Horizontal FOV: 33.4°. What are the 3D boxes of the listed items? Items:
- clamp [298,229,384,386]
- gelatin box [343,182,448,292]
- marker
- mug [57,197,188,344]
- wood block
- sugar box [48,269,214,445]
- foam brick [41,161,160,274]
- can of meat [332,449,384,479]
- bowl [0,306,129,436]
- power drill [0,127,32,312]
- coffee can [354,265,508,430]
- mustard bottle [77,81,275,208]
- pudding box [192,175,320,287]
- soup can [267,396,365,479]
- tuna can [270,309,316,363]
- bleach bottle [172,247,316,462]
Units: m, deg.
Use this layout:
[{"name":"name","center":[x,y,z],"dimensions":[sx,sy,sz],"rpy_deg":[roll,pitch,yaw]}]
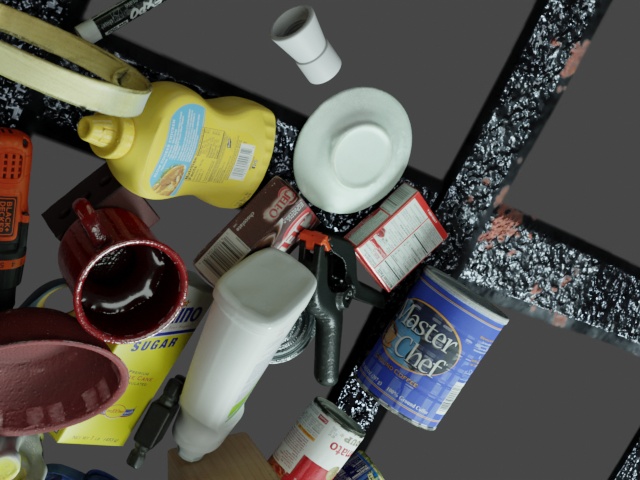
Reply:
[{"name":"clamp","center":[0.019,0.047,1.041],"dimensions":[0.120,0.039,0.171],"rpy_deg":[-54,146,-41]},{"name":"gelatin box","center":[0.076,-0.003,1.083],"dimensions":[0.089,0.030,0.073],"rpy_deg":[-43,128,-4]},{"name":"marker","center":[-0.144,-0.196,0.873],"dimensions":[0.121,0.020,0.020],"rpy_deg":[-33,125,-11]},{"name":"mug","center":[-0.168,0.015,0.857],"dimensions":[0.093,0.082,0.117],"rpy_deg":[-33,126,-10]},{"name":"wood block","center":[-0.072,0.284,1.032],"dimensions":[0.090,0.206,0.091],"rpy_deg":[-9,117,-26]},{"name":"sugar box","center":[-0.175,0.104,0.971],"dimensions":[0.176,0.048,0.093],"rpy_deg":[-56,149,9]},{"name":"foam brick","center":[-0.187,-0.020,0.914],"dimensions":[0.078,0.053,0.051],"rpy_deg":[-40,126,-7]},{"name":"can of meat","center":[0.034,0.295,1.190],"dimensions":[0.083,0.058,0.102],"rpy_deg":[-33,126,-15]},{"name":"bowl","center":[-0.241,0.101,0.874],"dimensions":[0.162,0.055,0.162],"rpy_deg":[-11,148,-7]},{"name":"power drill","center":[-0.325,-0.003,0.843],"dimensions":[0.187,0.057,0.184],"rpy_deg":[1,107,-32]},{"name":"coffee can","center":[0.115,0.111,1.115],"dimensions":[0.102,0.103,0.140],"rpy_deg":[28,98,-36]},{"name":"mustard bottle","center":[-0.121,-0.080,0.880],"dimensions":[0.191,0.058,0.096],"rpy_deg":[4,113,-54]},{"name":"pudding box","center":[-0.056,0.001,0.981],"dimensions":[0.113,0.039,0.090],"rpy_deg":[-44,162,-1]},{"name":"soup can","center":[-0.009,0.224,1.123],"dimensions":[0.068,0.069,0.102],"rpy_deg":[35,93,-36]},{"name":"tuna can","center":[-0.045,0.078,1.052],"dimensions":[0.086,0.034,0.086],"rpy_deg":[-12,119,-24]},{"name":"bleach bottle","center":[-0.088,0.124,0.983],"dimensions":[0.102,0.068,0.251],"rpy_deg":[-39,161,-51]}]
